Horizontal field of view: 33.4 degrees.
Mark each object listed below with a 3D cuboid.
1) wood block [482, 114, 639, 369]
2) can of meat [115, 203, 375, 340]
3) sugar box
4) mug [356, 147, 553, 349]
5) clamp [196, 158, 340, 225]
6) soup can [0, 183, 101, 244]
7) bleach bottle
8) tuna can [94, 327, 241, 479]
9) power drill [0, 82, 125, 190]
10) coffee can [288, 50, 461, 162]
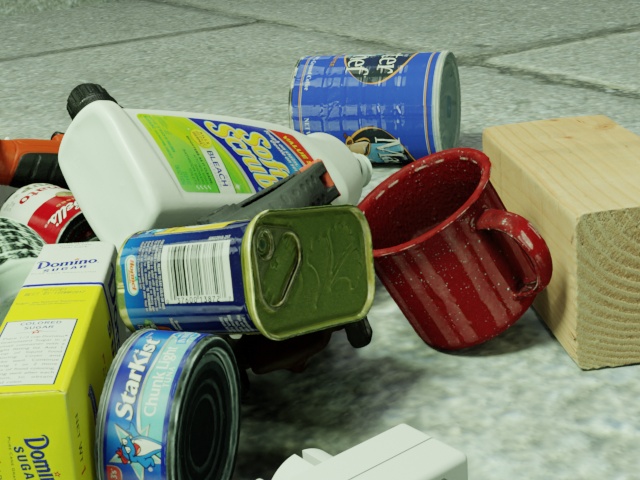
[{"bbox_3d":[0.167,-0.009,0.656,0.090,0.091,0.206,-6,19,-4],"label":"wood block"},{"bbox_3d":[-0.036,0.015,0.513,0.084,0.057,0.101,-4,2,33],"label":"can of meat"},{"bbox_3d":[-0.117,0.071,0.489,0.048,0.093,0.176,-2,20,-1],"label":"sugar box"},{"bbox_3d":[0.080,0.007,0.598,0.117,0.081,0.093,-2,40,50],"label":"mug"},{"bbox_3d":[-0.054,0.001,0.621,0.171,0.039,0.120,-34,16,-19],"label":"clamp"},{"bbox_3d":[-0.177,0.000,0.748,0.068,0.068,0.102,-19,23,-35],"label":"soup can"},{"bbox_3d":[-0.054,-0.049,0.757,0.250,0.102,0.068,-10,-29,-49],"label":"bleach bottle"},{"bbox_3d":[-0.063,0.081,0.457,0.034,0.086,0.086,3,20,15],"label":"tuna can"},{"bbox_3d":[-0.220,-0.082,0.857,0.187,0.057,0.185,4,34,-40],"label":"power drill"},{"bbox_3d":[0.053,-0.123,0.992,0.140,0.103,0.102,2,20,18],"label":"coffee can"}]
